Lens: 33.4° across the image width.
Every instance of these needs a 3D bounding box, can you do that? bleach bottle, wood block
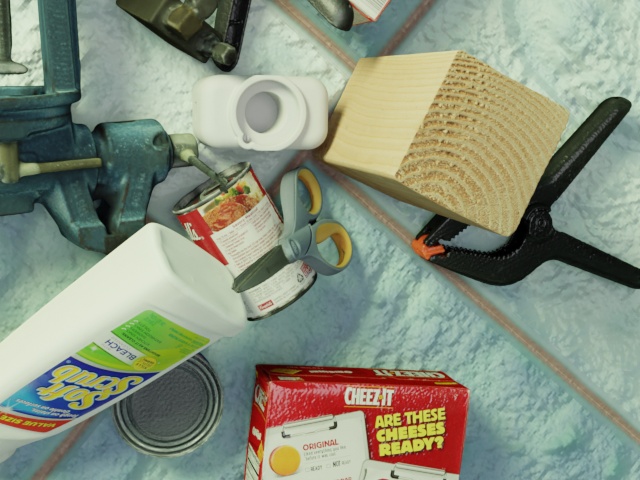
[{"bbox_3d":[-0.179,0.093,0.761,0.251,0.068,0.102,-36,138,15],"label":"bleach bottle"},{"bbox_3d":[0.075,-0.072,0.752,0.090,0.206,0.091,26,91,-16],"label":"wood block"}]

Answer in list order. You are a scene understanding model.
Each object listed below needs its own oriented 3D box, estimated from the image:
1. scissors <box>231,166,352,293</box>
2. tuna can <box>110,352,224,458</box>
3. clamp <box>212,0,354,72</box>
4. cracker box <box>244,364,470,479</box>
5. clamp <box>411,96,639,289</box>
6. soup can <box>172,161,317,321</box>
[{"bbox_3d":[-0.027,-0.011,0.763,0.016,0.201,0.096,-23,80,22],"label":"scissors"},{"bbox_3d":[-0.119,0.121,0.820,0.086,0.034,0.086,-2,98,-14],"label":"tuna can"},{"bbox_3d":[-0.053,-0.209,0.776,0.120,0.039,0.171,-22,86,26],"label":"clamp"},{"bbox_3d":[0.021,0.210,0.849,0.164,0.072,0.214,4,96,-15],"label":"cracker box"},{"bbox_3d":[0.176,-0.028,0.872,0.209,0.036,0.164,-8,100,-13],"label":"clamp"},{"bbox_3d":[-0.055,0.001,0.802,0.068,0.068,0.102,-34,105,-8],"label":"soup can"}]
